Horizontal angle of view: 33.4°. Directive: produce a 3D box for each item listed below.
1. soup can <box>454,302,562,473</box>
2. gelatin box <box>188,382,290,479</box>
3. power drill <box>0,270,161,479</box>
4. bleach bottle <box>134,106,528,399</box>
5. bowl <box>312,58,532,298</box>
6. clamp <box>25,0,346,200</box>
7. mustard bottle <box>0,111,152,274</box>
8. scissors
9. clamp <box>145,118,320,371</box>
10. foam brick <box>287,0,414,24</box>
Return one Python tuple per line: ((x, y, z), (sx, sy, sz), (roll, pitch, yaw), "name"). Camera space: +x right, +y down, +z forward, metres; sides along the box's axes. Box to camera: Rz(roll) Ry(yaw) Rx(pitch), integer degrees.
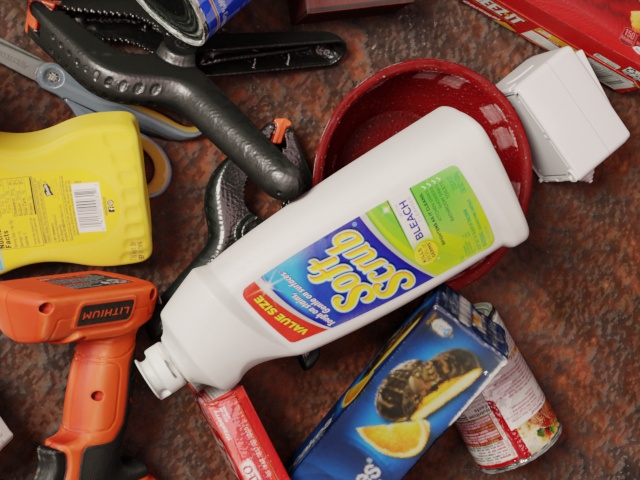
((0.117, 0.104, 0.756), (0.068, 0.068, 0.102), (-32, 99, -11), "soup can")
((-0.055, 0.127, 0.703), (0.030, 0.089, 0.073), (-27, 98, -12), "gelatin box")
((-0.162, 0.117, 0.640), (0.184, 0.057, 0.188), (-9, 107, -57), "power drill")
((0.003, 0.022, 0.663), (0.250, 0.068, 0.102), (-34, 119, -8), "bleach bottle")
((0.063, -0.044, 0.738), (0.162, 0.055, 0.162), (-3, 99, -19), "bowl")
((-0.085, -0.117, 0.693), (0.210, 0.036, 0.164), (24, 43, 2), "clamp")
((-0.205, -0.024, 0.669), (0.191, 0.058, 0.096), (-6, 118, -7), "mustard bottle")
((-0.173, -0.086, 0.704), (0.201, 0.016, 0.096), (11, 89, -14), "scissors")
((-0.055, 0.001, 0.726), (0.120, 0.039, 0.171), (4, 85, -19), "clamp")
((0.018, -0.180, 0.729), (0.078, 0.053, 0.051), (-10, 94, -15), "foam brick")
